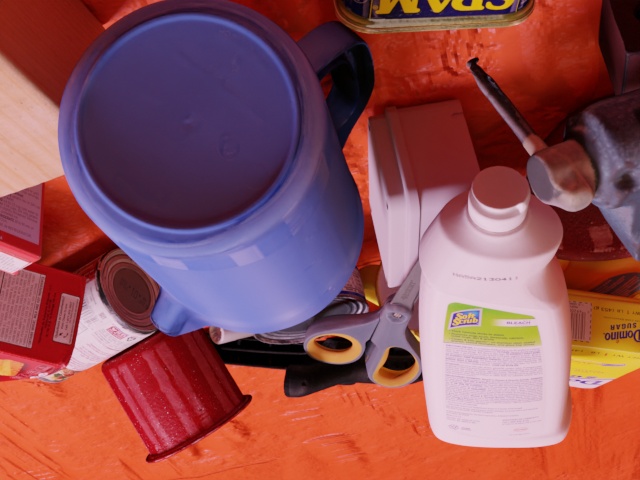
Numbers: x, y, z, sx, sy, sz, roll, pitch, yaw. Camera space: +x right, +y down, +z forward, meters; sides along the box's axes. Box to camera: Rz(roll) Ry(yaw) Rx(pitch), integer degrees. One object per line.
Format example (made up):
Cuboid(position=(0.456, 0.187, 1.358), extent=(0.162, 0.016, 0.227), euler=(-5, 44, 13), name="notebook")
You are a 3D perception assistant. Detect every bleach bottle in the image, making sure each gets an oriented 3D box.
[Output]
Cuboid(position=(0.110, 0.044, 0.641), extent=(0.102, 0.068, 0.251), euler=(-2, 145, 5), name="bleach bottle")

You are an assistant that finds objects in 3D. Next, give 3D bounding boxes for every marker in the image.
Cuboid(position=(-0.032, 0.061, 0.827), extent=(0.120, 0.020, 0.020), euler=(-9, 156, -40), name="marker")

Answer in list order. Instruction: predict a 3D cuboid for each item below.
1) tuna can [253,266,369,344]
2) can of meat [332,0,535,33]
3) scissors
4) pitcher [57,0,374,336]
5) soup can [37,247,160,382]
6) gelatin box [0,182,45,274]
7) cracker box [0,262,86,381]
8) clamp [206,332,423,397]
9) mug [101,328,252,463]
Cuboid(position=(-0.010, 0.044, 0.771), extent=(0.086, 0.034, 0.086), euler=(-11, 157, -5), name="tuna can")
Cuboid(position=(0.058, -0.149, 0.501), extent=(0.102, 0.057, 0.084), euler=(-4, 147, -6), name="can of meat")
Cuboid(position=(0.033, 0.046, 0.714), extent=(0.096, 0.016, 0.202), euler=(8, 147, 9), name="scissors")
Cuboid(position=(-0.039, -0.037, 0.531), extent=(0.145, 0.149, 0.243), euler=(-5, 171, 2), name="pitcher")
Cuboid(position=(-0.169, 0.055, 0.779), extent=(0.102, 0.068, 0.068), euler=(-28, 143, 30), name="soup can")
Cuboid(position=(-0.195, -0.033, 0.607), extent=(0.030, 0.089, 0.073), euler=(-28, 143, 33), name="gelatin box")
Cuboid(position=(-0.287, 0.039, 0.686), extent=(0.213, 0.072, 0.165), euler=(20, 158, -39), name="cracker box")
Cuboid(position=(0.007, 0.098, 0.885), extent=(0.209, 0.036, 0.165), euler=(3, -175, -40), name="clamp")
Cuboid(position=(-0.109, 0.106, 0.814), extent=(0.093, 0.081, 0.117), euler=(-30, -177, 11), name="mug")
